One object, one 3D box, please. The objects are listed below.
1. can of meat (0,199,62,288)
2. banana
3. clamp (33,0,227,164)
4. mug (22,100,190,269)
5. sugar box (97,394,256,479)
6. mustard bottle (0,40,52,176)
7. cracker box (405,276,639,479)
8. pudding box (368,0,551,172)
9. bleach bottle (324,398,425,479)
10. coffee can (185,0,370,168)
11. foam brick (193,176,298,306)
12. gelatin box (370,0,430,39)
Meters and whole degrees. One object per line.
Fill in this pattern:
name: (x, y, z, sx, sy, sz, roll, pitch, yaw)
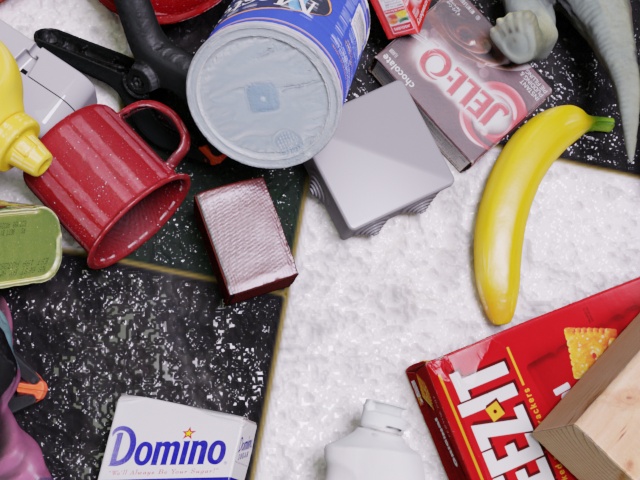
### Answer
can of meat: (-0.234, 0.001, 0.701, 0.084, 0.101, 0.057, 8, 100, 35)
banana: (0.158, -0.033, 0.811, 0.069, 0.037, 0.197, 31, 75, 1)
clamp: (-0.133, -0.121, 0.776, 0.171, 0.120, 0.039, 56, 46, -10)
mug: (-0.143, -0.049, 0.744, 0.117, 0.093, 0.081, -45, 81, 4)
sugar box: (-0.108, 0.197, 0.708, 0.093, 0.048, 0.176, 8, 78, 13)
mustard bottle: (-0.255, -0.105, 0.700, 0.191, 0.058, 0.096, 37, 72, 6)
cracker box: (0.193, 0.126, 0.761, 0.213, 0.072, 0.164, -20, 80, -11)
pudding box: (0.107, -0.123, 0.823, 0.090, 0.039, 0.113, -42, 86, -14)
bleach bottle: (0.008, 0.229, 0.705, 0.102, 0.068, 0.251, 15, 81, -9)
coffee can: (-0.025, -0.128, 0.740, 0.103, 0.103, 0.140, 21, 35, -3)
foam brick: (-0.055, 0.001, 0.767, 0.051, 0.053, 0.078, -19, 81, -11)
gelatin box: (0.059, -0.207, 0.803, 0.030, 0.073, 0.089, -8, 40, 28)
